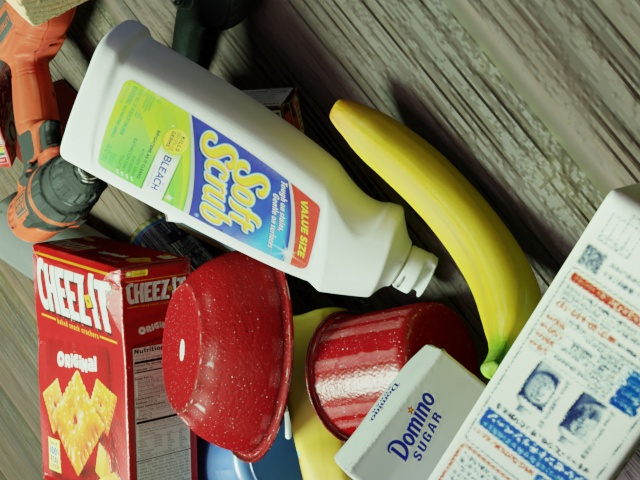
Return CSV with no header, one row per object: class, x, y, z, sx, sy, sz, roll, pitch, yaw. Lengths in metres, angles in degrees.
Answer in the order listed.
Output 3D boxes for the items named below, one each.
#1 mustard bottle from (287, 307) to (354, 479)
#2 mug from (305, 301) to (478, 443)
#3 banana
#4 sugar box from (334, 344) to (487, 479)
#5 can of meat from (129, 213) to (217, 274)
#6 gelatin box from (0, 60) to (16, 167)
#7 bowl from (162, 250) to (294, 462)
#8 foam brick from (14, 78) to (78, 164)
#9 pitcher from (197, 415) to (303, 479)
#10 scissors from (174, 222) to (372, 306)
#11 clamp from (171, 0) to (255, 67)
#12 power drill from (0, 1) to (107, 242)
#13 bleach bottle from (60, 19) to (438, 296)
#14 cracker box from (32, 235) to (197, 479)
mustard bottle,0.010,0.146,0.766,0.096,0.058,0.191,31,-132,-79
mug,0.058,0.092,0.716,0.082,0.093,0.117,-16,140,42
banana,0.076,-0.010,0.625,0.037,0.069,0.198,-48,59,30
sugar box,0.104,0.152,0.645,0.176,0.093,0.048,40,174,-7
can of meat,-0.124,0.036,0.928,0.084,0.057,0.102,47,144,20
gelatin box,-0.304,-0.121,1.013,0.089,0.030,0.073,-92,-3,-57
bowl,-0.074,0.077,0.761,0.162,0.055,0.162,-176,90,-66
foam brick,-0.244,-0.098,0.977,0.051,0.052,0.078,45,145,19
pitcher,-0.096,0.182,0.948,0.243,0.149,0.145,-19,58,52
scissors,-0.055,0.001,0.815,0.202,0.016,0.096,20,164,44
clamp,-0.085,-0.167,0.732,0.172,0.039,0.120,8,130,57
power drill,-0.216,-0.101,0.847,0.185,0.057,0.187,-22,73,58
bleach bottle,-0.037,-0.040,0.692,0.251,0.068,0.103,28,118,-1
cracker box,-0.174,0.113,0.885,0.164,0.071,0.214,10,104,51
